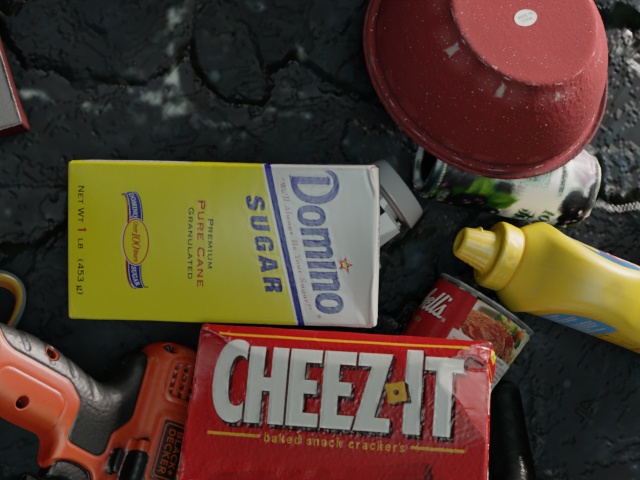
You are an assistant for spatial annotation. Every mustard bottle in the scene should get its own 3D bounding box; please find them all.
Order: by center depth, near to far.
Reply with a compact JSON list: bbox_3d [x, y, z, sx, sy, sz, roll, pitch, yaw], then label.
[{"bbox_3d":[0.170,0.033,0.659,0.191,0.096,0.058,20,90,-12],"label":"mustard bottle"}]

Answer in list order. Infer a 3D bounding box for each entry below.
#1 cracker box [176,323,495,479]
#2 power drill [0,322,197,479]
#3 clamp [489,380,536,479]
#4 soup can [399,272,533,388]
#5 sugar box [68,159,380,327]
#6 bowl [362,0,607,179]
[{"bbox_3d":[0.006,0.157,0.565,0.164,0.072,0.213,3,70,9],"label":"cracker box"},{"bbox_3d":[-0.154,0.118,0.570,0.187,0.058,0.184,31,59,-34],"label":"power drill"},{"bbox_3d":[0.133,0.177,0.646,0.120,0.171,0.039,40,129,-14],"label":"clamp"},{"bbox_3d":[0.075,0.081,0.658,0.068,0.068,0.102,34,87,-12],"label":"soup can"},{"bbox_3d":[-0.054,0.001,0.614,0.176,0.048,0.093,1,95,7],"label":"sugar box"},{"bbox_3d":[0.109,-0.120,0.628,0.162,0.055,0.162,5,70,-14],"label":"bowl"}]
